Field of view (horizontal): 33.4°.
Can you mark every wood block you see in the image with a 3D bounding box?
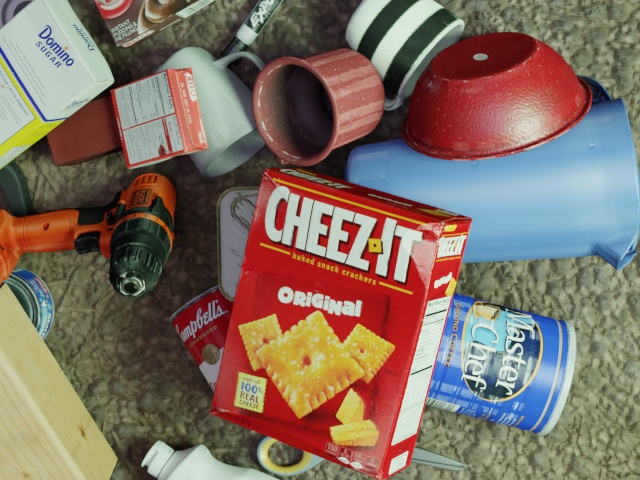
[{"bbox_3d":[-0.284,0.157,0.985,0.090,0.091,0.206,-26,104,9],"label":"wood block"}]

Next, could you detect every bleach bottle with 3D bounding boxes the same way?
[{"bbox_3d":[-0.053,0.261,0.999,0.251,0.068,0.102,32,97,7],"label":"bleach bottle"}]

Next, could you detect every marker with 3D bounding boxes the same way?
[{"bbox_3d":[-0.053,-0.211,0.985,0.020,0.020,0.121,37,98,4],"label":"marker"}]

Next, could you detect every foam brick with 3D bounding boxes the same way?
[{"bbox_3d":[-0.211,-0.104,0.999,0.078,0.053,0.051,-15,92,10],"label":"foam brick"}]

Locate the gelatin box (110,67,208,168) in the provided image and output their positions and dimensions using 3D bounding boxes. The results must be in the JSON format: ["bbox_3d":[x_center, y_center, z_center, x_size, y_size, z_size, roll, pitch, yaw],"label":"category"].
[{"bbox_3d":[-0.141,-0.107,0.938,0.089,0.030,0.073,-10,94,43],"label":"gelatin box"}]

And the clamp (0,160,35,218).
[{"bbox_3d":[-0.337,-0.074,1.027,0.171,0.039,0.120,33,103,-2],"label":"clamp"}]

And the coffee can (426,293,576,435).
[{"bbox_3d":[0.137,0.103,0.928,0.140,0.103,0.103,15,96,-2],"label":"coffee can"}]

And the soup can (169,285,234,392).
[{"bbox_3d":[-0.084,0.098,0.981,0.068,0.068,0.102,-34,81,9],"label":"soup can"}]

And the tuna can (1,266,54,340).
[{"bbox_3d":[-0.305,0.069,1.035,0.086,0.033,0.086,1,94,8],"label":"tuna can"}]

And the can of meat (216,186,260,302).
[{"bbox_3d":[-0.056,0.001,0.968,0.057,0.084,0.102,-1,94,8],"label":"can of meat"}]

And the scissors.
[{"bbox_3d":[0.026,0.204,1.004,0.202,0.016,0.096,28,96,7],"label":"scissors"}]

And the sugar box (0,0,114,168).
[{"bbox_3d":[-0.277,-0.133,0.959,0.176,0.048,0.093,-31,90,18],"label":"sugar box"}]

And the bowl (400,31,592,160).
[{"bbox_3d":[0.140,-0.130,0.888,0.162,0.162,0.055,-13,120,9],"label":"bowl"}]

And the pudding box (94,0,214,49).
[{"bbox_3d":[-0.157,-0.242,0.987,0.113,0.039,0.090,-26,90,9],"label":"pudding box"}]

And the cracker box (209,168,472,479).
[{"bbox_3d":[0.012,0.064,0.861,0.164,0.072,0.214,18,101,25],"label":"cracker box"}]

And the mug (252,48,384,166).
[{"bbox_3d":[-0.003,-0.111,0.925,0.093,0.081,0.117,45,131,16],"label":"mug"}]

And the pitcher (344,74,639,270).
[{"bbox_3d":[0.148,-0.051,0.922,0.243,0.149,0.145,-6,108,12],"label":"pitcher"}]

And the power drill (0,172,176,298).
[{"bbox_3d":[-0.221,0.007,0.941,0.187,0.184,0.057,-9,116,3],"label":"power drill"}]
